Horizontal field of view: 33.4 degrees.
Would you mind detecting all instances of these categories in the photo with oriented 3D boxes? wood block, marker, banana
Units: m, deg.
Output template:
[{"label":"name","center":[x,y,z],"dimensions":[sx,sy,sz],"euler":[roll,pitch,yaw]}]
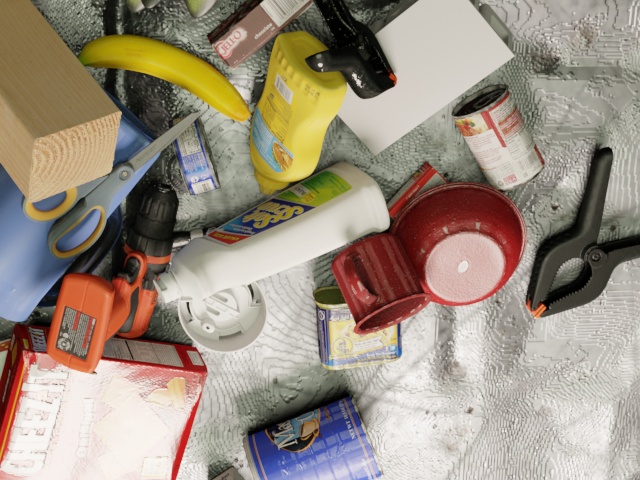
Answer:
[{"label":"wood block","center":[-0.286,-0.147,1.008],"dimensions":[0.090,0.206,0.090],"euler":[-26,155,-34]},{"label":"marker","center":[-0.114,-0.009,1.200],"dimensions":[0.121,0.020,0.020],"euler":[-10,108,-5]},{"label":"banana","center":[-0.166,-0.176,1.122],"dimensions":[0.197,0.037,0.069],"euler":[12,71,-17]}]

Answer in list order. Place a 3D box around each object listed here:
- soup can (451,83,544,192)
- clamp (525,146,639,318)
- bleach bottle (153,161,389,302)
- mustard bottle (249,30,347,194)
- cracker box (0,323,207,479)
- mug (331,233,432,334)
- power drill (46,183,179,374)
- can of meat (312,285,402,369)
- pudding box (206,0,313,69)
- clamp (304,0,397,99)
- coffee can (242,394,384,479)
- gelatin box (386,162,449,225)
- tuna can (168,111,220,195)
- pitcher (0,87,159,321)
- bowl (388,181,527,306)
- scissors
[{"label":"soup can","center":[0.199,-0.113,1.187],"dimensions":[0.068,0.068,0.102],"euler":[-31,109,2]},{"label":"clamp","center":[0.330,0.015,1.261],"dimensions":[0.164,0.036,0.210],"euler":[33,102,-16]},{"label":"bleach bottle","center":[-0.057,0.001,1.141],"dimensions":[0.250,0.103,0.068],"euler":[-27,121,-14]},{"label":"mustard bottle","center":[-0.033,-0.119,1.128],"dimensions":[0.058,0.096,0.192],"euler":[-17,147,-33]},{"label":"cracker box","center":[-0.249,0.192,1.190],"dimensions":[0.213,0.072,0.164],"euler":[11,107,-26]},{"label":"mug","center":[0.057,0.044,1.147],"dimensions":[0.093,0.117,0.081],"euler":[-32,70,22]},{"label":"power drill","center":[-0.208,0.043,1.113],"dimensions":[0.057,0.187,0.184],"euler":[20,111,9]},{"label":"can of meat","center":[0.045,0.098,1.236],"dimensions":[0.102,0.057,0.084],"euler":[-6,109,-7]},{"label":"pudding box","center":[-0.064,-0.230,1.102],"dimensions":[0.113,0.090,0.039],"euler":[-38,110,4]},{"label":"clamp","center":[0.027,-0.180,1.029],"dimensions":[0.039,0.120,0.171],"euler":[-12,147,30]},{"label":"coffee can","center":[-0.008,0.254,1.252],"dimensions":[0.140,0.103,0.103],"euler":[-21,109,-2]},{"label":"gelatin box","center":[0.129,-0.033,1.221],"dimensions":[0.089,0.030,0.073],"euler":[41,97,-20]},{"label":"tuna can","center":[-0.134,-0.092,1.137],"dimensions":[0.033,0.086,0.086],"euler":[-16,108,-2]},{"label":"pitcher","center":[-0.277,-0.039,1.120],"dimensions":[0.145,0.149,0.243],"euler":[43,94,-2]},{"label":"bowl","center":[0.157,0.017,1.192],"dimensions":[0.162,0.055,0.162],"euler":[-2,120,-3]},{"label":"scissors","center":[-0.213,-0.071,1.049],"dimensions":[0.096,0.016,0.202],"euler":[36,94,-33]}]
